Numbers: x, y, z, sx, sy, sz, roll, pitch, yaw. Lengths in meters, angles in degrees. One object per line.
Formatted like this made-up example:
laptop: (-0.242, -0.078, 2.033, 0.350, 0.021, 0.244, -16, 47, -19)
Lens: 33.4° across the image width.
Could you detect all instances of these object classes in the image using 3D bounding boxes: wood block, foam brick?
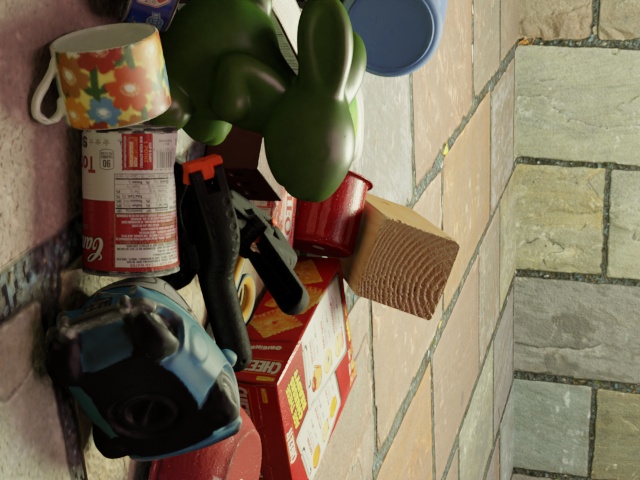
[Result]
wood block: (0.074, 0.009, 1.196, 0.206, 0.090, 0.090, -127, -124, -75)
foam brick: (-0.066, -0.074, 0.971, 0.078, 0.053, 0.051, 51, 45, -64)

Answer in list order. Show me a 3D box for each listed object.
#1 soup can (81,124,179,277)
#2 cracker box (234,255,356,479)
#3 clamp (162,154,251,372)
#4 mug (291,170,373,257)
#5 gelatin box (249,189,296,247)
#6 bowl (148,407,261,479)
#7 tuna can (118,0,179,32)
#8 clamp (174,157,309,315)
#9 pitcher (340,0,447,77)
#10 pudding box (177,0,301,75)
soup can: (-0.132, -0.029, 0.745, 0.068, 0.069, 0.102, -21, 113, -71)
cracker box: (-0.030, 0.140, 1.101, 0.213, 0.072, 0.164, -60, 148, -52)
clamp: (-0.093, 0.006, 0.811, 0.039, 0.120, 0.171, -22, 127, -33)
mug: (-0.001, -0.029, 1.152, 0.117, 0.093, 0.081, 161, -57, -70)
gelatin box: (-0.048, -0.035, 1.073, 0.073, 0.030, 0.089, 19, 76, -72)
bowl: (-0.092, 0.202, 0.916, 0.162, 0.055, 0.162, 10, 90, -74)
tuna can: (-0.115, -0.191, 0.750, 0.086, 0.033, 0.086, -167, -90, -73)
clamp: (-0.056, 0.001, 0.924, 0.036, 0.164, 0.210, -44, 170, 5)
pitcher: (0.074, -0.257, 1.184, 0.242, 0.145, 0.149, -78, 161, -63)
pudding box: (-0.062, -0.182, 0.898, 0.113, 0.090, 0.039, 57, 41, -61)
